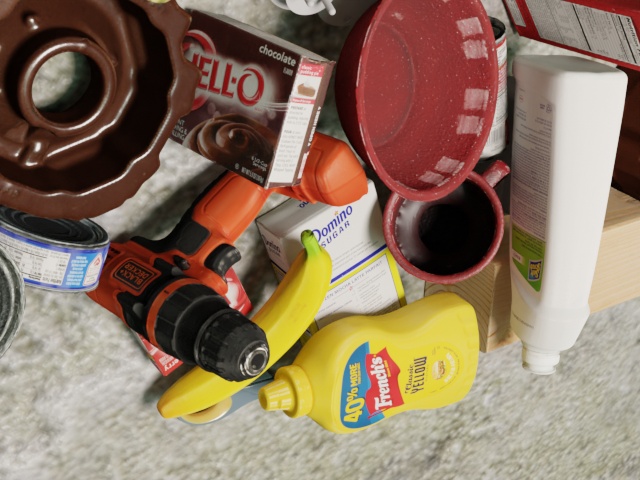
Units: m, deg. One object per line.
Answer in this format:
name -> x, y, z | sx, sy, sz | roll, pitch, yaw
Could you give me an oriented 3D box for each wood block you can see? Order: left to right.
wood block -> 0.205, 0.019, 0.985 | 0.205, 0.090, 0.091 | -16, 122, -29

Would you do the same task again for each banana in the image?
banana -> -0.048, 0.068, 0.817 | 0.069, 0.037, 0.198 | 22, 115, -40

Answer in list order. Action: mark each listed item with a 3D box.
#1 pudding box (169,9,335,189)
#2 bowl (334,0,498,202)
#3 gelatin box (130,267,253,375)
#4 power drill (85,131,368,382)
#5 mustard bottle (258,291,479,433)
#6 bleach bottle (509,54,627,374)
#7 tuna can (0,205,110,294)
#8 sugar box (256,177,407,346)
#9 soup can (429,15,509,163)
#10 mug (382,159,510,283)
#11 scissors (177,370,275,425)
pudding box -> -0.051, -0.095, 0.712 | 0.039, 0.114, 0.090 | -6, 118, -50
bowl -> 0.060, -0.110, 0.758 | 0.161, 0.055, 0.162 | -11, 105, -46
gelatin box -> -0.102, 0.048, 0.809 | 0.089, 0.030, 0.073 | -36, 131, -16
power drill -> -0.055, 0.001, 0.728 | 0.187, 0.185, 0.057 | -44, 134, -22
mustard bottle -> 0.037, 0.105, 0.864 | 0.191, 0.058, 0.096 | -11, 118, -29
bleach bottle -> 0.185, -0.016, 0.854 | 0.068, 0.103, 0.251 | -1, 108, -13
tuna can -> -0.180, 0.002, 0.687 | 0.085, 0.086, 0.034 | 9, 107, -40
sugar box -> 0.017, 0.035, 0.883 | 0.093, 0.048, 0.176 | -31, 126, -18
soup can -> 0.117, -0.121, 0.855 | 0.068, 0.069, 0.102 | -26, 128, -23
mug -> 0.107, -0.019, 0.858 | 0.117, 0.093, 0.081 | -49, 171, 2
scissors -> -0.052, 0.138, 0.907 | 0.096, 0.016, 0.201 | -49, 132, -2
